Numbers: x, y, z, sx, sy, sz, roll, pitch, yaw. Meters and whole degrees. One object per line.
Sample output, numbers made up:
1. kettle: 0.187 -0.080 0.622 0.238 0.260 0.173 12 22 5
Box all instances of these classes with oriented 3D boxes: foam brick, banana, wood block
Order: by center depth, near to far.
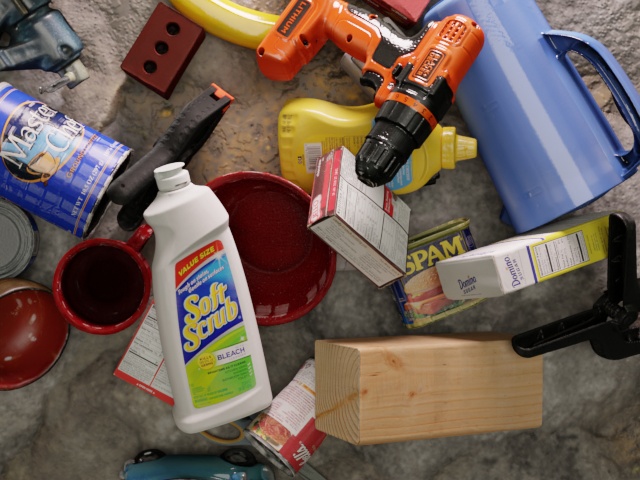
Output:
1. wood block: 0.106 0.140 1.038 0.205 0.091 0.090 -1 92 -27
2. foam brick: -0.157 -0.189 1.066 0.053 0.051 0.078 30 90 -4
3. banana: -0.091 -0.236 1.076 0.197 0.037 0.069 32 91 -4

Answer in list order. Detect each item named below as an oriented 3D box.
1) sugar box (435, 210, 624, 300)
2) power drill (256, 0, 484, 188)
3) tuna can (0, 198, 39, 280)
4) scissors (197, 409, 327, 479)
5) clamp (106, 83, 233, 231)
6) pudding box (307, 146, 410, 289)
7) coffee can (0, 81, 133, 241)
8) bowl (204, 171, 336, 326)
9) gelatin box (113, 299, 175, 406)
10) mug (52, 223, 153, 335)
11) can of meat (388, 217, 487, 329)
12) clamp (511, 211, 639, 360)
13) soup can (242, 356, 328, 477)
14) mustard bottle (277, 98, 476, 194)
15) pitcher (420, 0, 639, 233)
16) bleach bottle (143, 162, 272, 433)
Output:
1. sugar box: 0.210 0.015 1.042 0.175 0.093 0.048 -19 94 -29
2. power drill: 0.035 -0.155 0.999 0.188 0.057 0.184 29 75 23
3. tuna can: -0.327 0.000 1.070 0.086 0.034 0.086 0 92 -4
4. scissors: -0.041 0.196 1.103 0.201 0.016 0.096 24 90 -4
5. clamp: -0.151 -0.080 1.059 0.039 0.120 0.171 42 68 -1
6. pudding box: 0.039 -0.022 1.018 0.039 0.090 0.113 -26 129 35
7. coffee can: -0.267 -0.076 1.037 0.140 0.103 0.103 28 90 -4
8. bowl: -0.057 0.001 1.060 0.162 0.055 0.162 5 111 13
9. gelatin box: -0.157 0.113 1.087 0.073 0.030 0.089 28 90 -3
10. mug: -0.204 0.032 1.054 0.093 0.081 0.117 34 91 -4
11. can of meat: 0.116 0.034 1.089 0.102 0.057 0.084 -21 95 -3
12. clamp: 0.281 0.075 1.051 0.164 0.036 0.209 -48 136 6
13. soup can: -0.019 0.175 1.066 0.068 0.069 0.102 44 72 -4
14. mustard bottle: 0.057 -0.092 1.051 0.192 0.058 0.096 2 121 11
15. pitcher: 0.207 -0.142 1.049 0.149 0.145 0.243 -28 90 -2
16. bleach bottle: -0.121 0.051 1.019 0.102 0.068 0.251 -17 107 -13
